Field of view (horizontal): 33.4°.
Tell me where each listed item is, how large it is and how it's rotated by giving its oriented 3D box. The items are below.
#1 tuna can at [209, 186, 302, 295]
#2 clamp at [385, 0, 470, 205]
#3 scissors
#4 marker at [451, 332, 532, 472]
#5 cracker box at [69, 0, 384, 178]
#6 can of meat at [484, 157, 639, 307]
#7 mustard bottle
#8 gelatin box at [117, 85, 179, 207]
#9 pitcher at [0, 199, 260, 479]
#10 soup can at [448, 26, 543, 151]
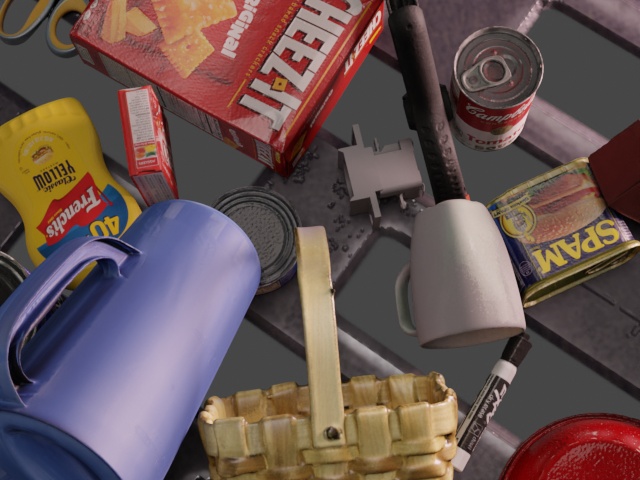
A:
[{"bbox_3d":[-0.056,0.001,0.872,0.086,0.034,0.086,-1,75,3],"label":"tuna can"},{"bbox_3d":[0.082,-0.106,0.826,0.036,0.164,0.210,-14,108,8],"label":"clamp"},{"bbox_3d":[-0.207,-0.244,0.955,0.096,0.016,0.201,38,81,10],"label":"scissors"},{"bbox_3d":[0.132,0.124,0.836,0.020,0.020,0.121,30,79,10],"label":"marker"},{"bbox_3d":[-0.078,-0.179,0.901,0.214,0.072,0.164,30,79,10],"label":"cracker box"},{"bbox_3d":[0.189,-0.007,0.849,0.102,0.057,0.084,-24,73,-3],"label":"can of meat"},{"bbox_3d":[-0.198,-0.017,0.873,0.096,0.058,0.192,-28,76,-9],"label":"mustard bottle"},{"bbox_3d":[-0.138,-0.075,0.868,0.030,0.089,0.073,-10,75,-1],"label":"gelatin box"},{"bbox_3d":[-0.136,0.073,0.737,0.145,0.149,0.242,32,45,-4],"label":"pitcher"},{"bbox_3d":[0.137,-0.119,0.856,0.068,0.102,0.068,-1,75,3],"label":"soup can"}]
